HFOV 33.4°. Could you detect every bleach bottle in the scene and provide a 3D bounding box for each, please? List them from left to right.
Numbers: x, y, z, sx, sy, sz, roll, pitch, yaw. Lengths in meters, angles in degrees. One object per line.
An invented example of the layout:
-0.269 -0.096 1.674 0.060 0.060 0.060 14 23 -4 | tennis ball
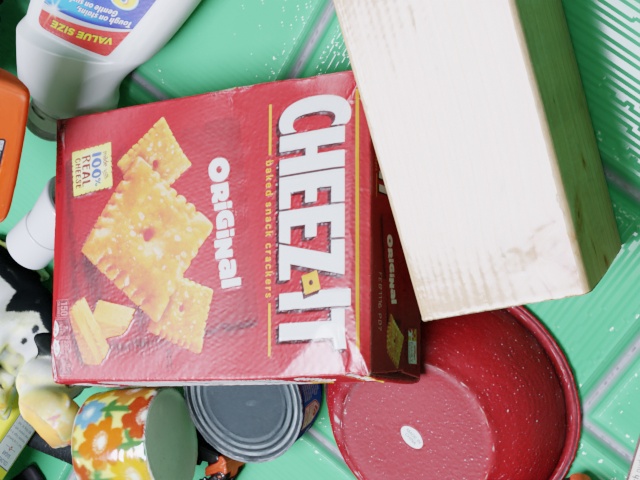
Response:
-0.110 -0.155 0.629 0.102 0.068 0.251 34 122 -2 | bleach bottle

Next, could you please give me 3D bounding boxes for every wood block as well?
0.079 -0.076 0.542 0.091 0.090 0.206 -12 99 29 | wood block

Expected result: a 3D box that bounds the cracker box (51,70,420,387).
-0.054 0.001 0.612 0.214 0.072 0.164 -5 80 29 | cracker box

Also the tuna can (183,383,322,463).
-0.043 0.096 0.682 0.086 0.033 0.086 7 107 24 | tuna can

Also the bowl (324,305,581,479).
0.065 0.103 0.619 0.162 0.055 0.162 8 107 25 | bowl

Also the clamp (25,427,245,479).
-0.127 0.181 0.744 0.172 0.039 0.120 -10 98 28 | clamp
